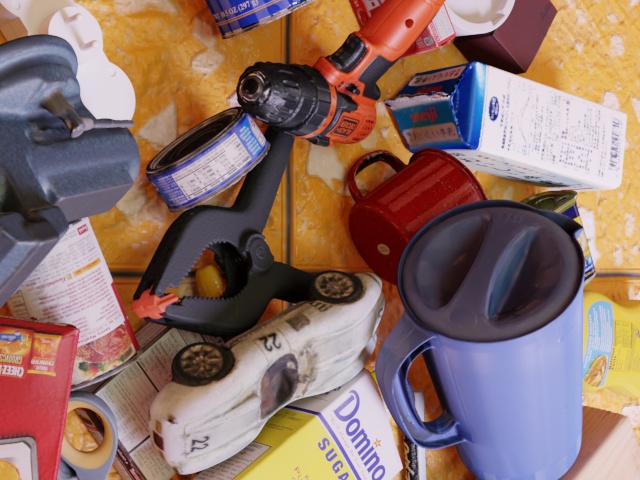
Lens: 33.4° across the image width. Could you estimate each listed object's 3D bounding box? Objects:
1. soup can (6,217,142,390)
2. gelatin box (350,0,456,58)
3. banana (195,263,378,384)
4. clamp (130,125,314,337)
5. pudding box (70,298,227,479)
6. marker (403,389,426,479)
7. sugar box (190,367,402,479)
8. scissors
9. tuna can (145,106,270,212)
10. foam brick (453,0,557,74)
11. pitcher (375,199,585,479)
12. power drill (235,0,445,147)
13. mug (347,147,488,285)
[{"bbox_3d":[-0.166,0.039,0.694,0.068,0.069,0.102,-27,103,-34],"label":"soup can"},{"bbox_3d":[0.061,-0.193,0.865,0.030,0.073,0.089,-34,108,-36],"label":"gelatin box"},{"bbox_3d":[-0.025,0.089,0.818,0.197,0.037,0.069,33,51,-32],"label":"banana"},{"bbox_3d":[-0.055,0.001,0.770,0.209,0.036,0.164,-18,90,-48],"label":"clamp"},{"bbox_3d":[-0.109,0.108,0.752,0.113,0.039,0.090,-42,111,-32],"label":"pudding box"},{"bbox_3d":[0.080,0.187,0.898,0.020,0.020,0.121,-2,89,-36],"label":"marker"},{"bbox_3d":[-0.018,0.171,0.757,0.175,0.048,0.093,-34,116,-36],"label":"sugar box"},{"bbox_3d":[-0.139,0.174,0.716,0.096,0.016,0.201,-40,115,8],"label":"scissors"},{"bbox_3d":[-0.080,-0.058,0.749,0.086,0.086,0.033,-44,111,-29],"label":"tuna can"},{"bbox_3d":[0.166,-0.191,0.957,0.053,0.051,0.078,43,65,-28],"label":"foam brick"},{"bbox_3d":[0.136,0.099,0.835,0.243,0.149,0.145,71,22,-46],"label":"pitcher"},{"bbox_3d":[0.032,-0.151,0.765,0.057,0.188,0.184,45,16,16],"label":"power drill"},{"bbox_3d":[0.070,-0.024,0.865,0.081,0.093,0.117,-35,78,-27],"label":"mug"}]
